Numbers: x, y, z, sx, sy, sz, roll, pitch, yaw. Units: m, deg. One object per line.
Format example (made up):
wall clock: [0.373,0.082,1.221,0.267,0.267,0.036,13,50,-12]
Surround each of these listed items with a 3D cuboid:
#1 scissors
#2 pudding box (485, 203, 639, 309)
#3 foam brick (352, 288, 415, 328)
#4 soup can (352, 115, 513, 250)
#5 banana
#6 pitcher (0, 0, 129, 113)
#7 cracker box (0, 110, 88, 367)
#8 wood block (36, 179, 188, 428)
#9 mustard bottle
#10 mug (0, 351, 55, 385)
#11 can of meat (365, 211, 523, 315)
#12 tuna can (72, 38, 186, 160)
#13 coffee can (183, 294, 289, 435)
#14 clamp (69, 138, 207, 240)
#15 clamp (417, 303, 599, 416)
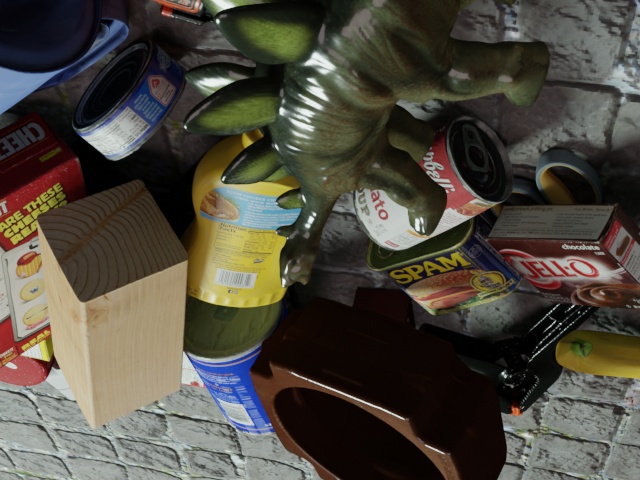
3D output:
scissors: [0.201,0.001,0.847,0.096,0.016,0.201,-8,138,29]
pudding box: [0.192,0.012,0.789,0.090,0.039,0.114,39,157,-29]
foam brick: [0.058,0.087,0.976,0.051,0.053,0.078,3,144,13]
soup can: [0.081,-0.040,0.786,0.068,0.068,0.102,34,139,-26]
banana: [0.265,0.102,0.912,0.197,0.037,0.070,9,-173,-34]
pitcher: [-0.257,-0.128,0.736,0.149,0.144,0.243,46,138,-19]
cracker box: [-0.269,0.015,0.880,0.072,0.164,0.214,46,156,25]
wood block: [-0.171,0.058,0.884,0.090,0.090,0.206,-22,150,-23]
mustard bottle: [-0.055,-0.029,0.836,0.096,0.058,0.192,9,135,-11]
mug: [-0.302,0.099,1.078,0.093,0.081,0.117,15,144,-2]
can of meat: [0.102,0.012,0.860,0.102,0.057,0.083,-19,136,37]
tuna can: [-0.136,-0.101,0.757,0.086,0.086,0.033,-22,130,38]
coffee can: [-0.068,0.104,0.994,0.103,0.102,0.140,-1,142,18]
clamp: [-0.154,-0.024,0.905,0.120,0.039,0.172,17,139,-1]
clamp: [0.181,0.102,0.954,0.164,0.036,0.210,-19,147,6]
